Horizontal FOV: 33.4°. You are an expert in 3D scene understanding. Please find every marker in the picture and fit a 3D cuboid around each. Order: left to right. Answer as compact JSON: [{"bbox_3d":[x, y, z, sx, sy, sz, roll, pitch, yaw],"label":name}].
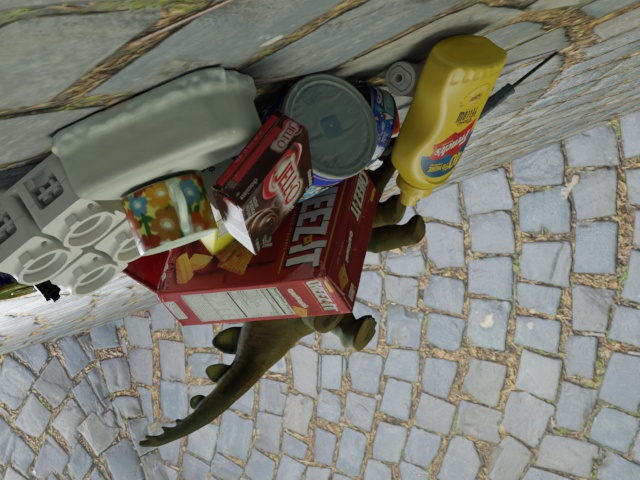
[{"bbox_3d":[-0.299,0.016,1.055,0.020,0.121,0.020,-43,169,-11],"label":"marker"}]

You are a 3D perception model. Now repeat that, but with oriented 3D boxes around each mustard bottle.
[{"bbox_3d":[0.120,-0.114,1.093,0.096,0.058,0.192,-23,145,-44],"label":"mustard bottle"}]

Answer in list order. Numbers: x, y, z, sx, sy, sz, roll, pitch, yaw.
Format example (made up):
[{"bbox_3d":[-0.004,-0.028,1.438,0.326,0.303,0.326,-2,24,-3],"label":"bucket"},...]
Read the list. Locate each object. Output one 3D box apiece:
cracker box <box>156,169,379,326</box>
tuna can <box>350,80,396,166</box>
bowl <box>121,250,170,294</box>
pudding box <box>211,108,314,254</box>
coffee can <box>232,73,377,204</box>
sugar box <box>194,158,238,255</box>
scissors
[{"bbox_3d":[-0.058,0.001,1.156,0.214,0.164,0.072,-7,140,28],"label":"cracker box"},{"bbox_3d":[0.041,-0.119,1.096,0.033,0.086,0.086,18,157,-28],"label":"tuna can"},{"bbox_3d":[-0.238,0.006,1.304,0.055,0.162,0.162,-56,179,-4],"label":"bowl"},{"bbox_3d":[-0.047,-0.048,0.915,0.090,0.039,0.113,-51,167,-14],"label":"pudding box"},{"bbox_3d":[-0.024,-0.091,1.050,0.102,0.103,0.141,-18,176,-33],"label":"coffee can"},{"bbox_3d":[-0.113,-0.051,1.043,0.048,0.093,0.176,-34,171,-11],"label":"sugar box"},{"bbox_3d":[0.229,-0.184,1.323,0.201,0.016,0.096,-38,179,-3],"label":"scissors"}]
